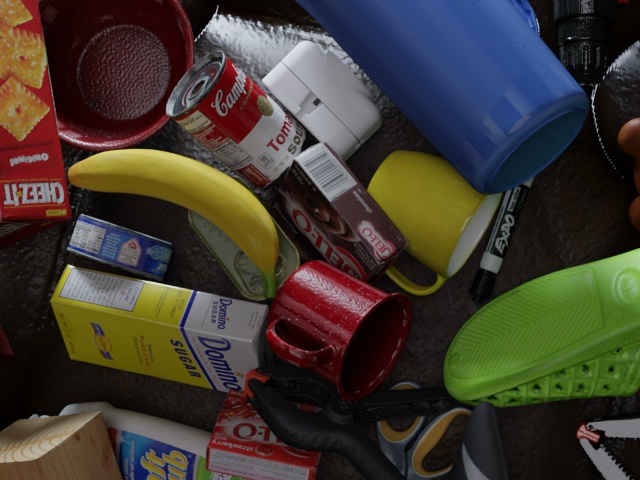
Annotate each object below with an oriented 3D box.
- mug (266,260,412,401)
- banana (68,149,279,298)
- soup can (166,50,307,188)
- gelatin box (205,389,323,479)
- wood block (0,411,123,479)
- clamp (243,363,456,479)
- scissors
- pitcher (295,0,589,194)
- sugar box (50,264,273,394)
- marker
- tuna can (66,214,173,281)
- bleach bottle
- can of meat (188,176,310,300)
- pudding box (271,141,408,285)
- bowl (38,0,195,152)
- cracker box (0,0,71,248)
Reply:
[{"bbox_3d":[0.005,0.070,0.833,0.082,0.117,0.093,28,121,31],"label":"mug"},{"bbox_3d":[-0.106,-0.030,0.842,0.198,0.037,0.069,30,91,10],"label":"banana"},{"bbox_3d":[-0.069,-0.099,0.889,0.102,0.069,0.068,41,93,-28],"label":"soup can"},{"bbox_3d":[-0.041,0.161,0.867,0.089,0.073,0.030,11,122,5],"label":"gelatin box"},{"bbox_3d":[-0.205,0.254,0.860,0.091,0.090,0.206,-10,102,26],"label":"wood block"},{"bbox_3d":[0.025,0.137,0.856,0.171,0.120,0.039,27,130,12],"label":"clamp"},{"bbox_3d":[0.046,0.199,0.899,0.202,0.016,0.096,-42,79,3],"label":"scissors"},{"bbox_3d":[0.102,-0.159,0.840,0.149,0.145,0.243,-40,69,8],"label":"pitcher"},{"bbox_3d":[-0.130,0.078,0.894,0.176,0.093,0.048,12,53,11],"label":"sugar box"},{"bbox_3d":[0.152,-0.005,0.895,0.020,0.020,0.121,20,89,10],"label":"marker"},{"bbox_3d":[-0.170,0.006,0.911,0.086,0.086,0.034,18,87,10],"label":"tuna can"},{"bbox_3d":[-0.137,0.204,0.905,0.251,0.068,0.102,14,89,12],"label":"bleach bottle"},{"bbox_3d":[-0.056,0.001,0.895,0.057,0.084,0.102,-38,81,4],"label":"can of meat"},{"bbox_3d":[0.014,-0.014,0.881,0.039,0.090,0.113,-32,79,-26],"label":"pudding box"},{"bbox_3d":[-0.182,-0.154,0.940,0.162,0.055,0.162,-1,86,9],"label":"bowl"},{"bbox_3d":[-0.292,-0.105,0.903,0.164,0.071,0.214,-16,81,48],"label":"cracker box"}]
